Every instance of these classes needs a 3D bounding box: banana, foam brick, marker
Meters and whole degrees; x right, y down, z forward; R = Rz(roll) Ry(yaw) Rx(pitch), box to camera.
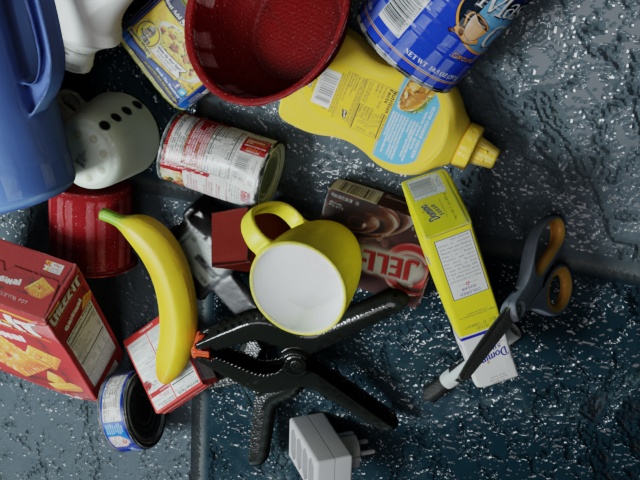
[{"bbox_3d":[-0.152,0.053,1.034,0.070,0.037,0.198,-1,115,29],"label":"banana"},{"bbox_3d":[-0.057,0.001,0.994,0.053,0.078,0.051,-8,78,41],"label":"foam brick"},{"bbox_3d":[0.141,0.118,1.019,0.020,0.020,0.121,45,119,-3],"label":"marker"}]

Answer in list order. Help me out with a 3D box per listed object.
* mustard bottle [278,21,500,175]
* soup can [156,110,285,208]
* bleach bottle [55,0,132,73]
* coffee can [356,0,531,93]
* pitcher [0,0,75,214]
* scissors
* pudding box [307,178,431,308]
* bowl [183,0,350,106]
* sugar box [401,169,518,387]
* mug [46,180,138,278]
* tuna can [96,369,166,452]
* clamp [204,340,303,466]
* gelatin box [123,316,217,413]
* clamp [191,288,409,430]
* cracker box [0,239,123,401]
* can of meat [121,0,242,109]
[{"bbox_3d":[0.065,-0.111,0.926,0.192,0.058,0.096,26,112,8],"label":"mustard bottle"},{"bbox_3d":[-0.092,-0.074,0.992,0.102,0.068,0.068,18,117,11],"label":"soup can"},{"bbox_3d":[-0.167,-0.250,0.876,0.102,0.068,0.251,28,121,9],"label":"bleach bottle"},{"bbox_3d":[0.111,-0.202,0.845,0.103,0.102,0.140,41,119,-1],"label":"coffee can"},{"bbox_3d":[-0.287,-0.149,0.916,0.145,0.149,0.243,-17,106,-11],"label":"pitcher"},{"bbox_3d":[0.172,0.065,0.901,0.016,0.201,0.096,2,138,39],"label":"scissors"},{"bbox_3d":[0.053,0.002,0.989,0.113,0.039,0.090,21,119,11],"label":"pudding box"},{"bbox_3d":[-0.034,-0.184,0.885,0.162,0.055,0.162,-5,79,30],"label":"bowl"},{"bbox_3d":[0.120,0.034,0.919,0.048,0.093,0.176,-18,124,3],"label":"sugar box"},{"bbox_3d":[-0.234,-0.021,1.062,0.117,0.093,0.081,24,118,44],"label":"mug"},{"bbox_3d":[-0.198,0.180,1.129,0.034,0.086,0.086,-10,109,21],"label":"tuna can"},{"bbox_3d":[-0.071,0.138,1.094,0.120,0.039,0.172,34,113,8],"label":"clamp"},{"bbox_3d":[-0.155,0.125,1.107,0.073,0.030,0.089,-35,75,28],"label":"gelatin box"},{"bbox_3d":[-0.016,0.100,1.013,0.210,0.036,0.165,11,123,1],"label":"clamp"},{"bbox_3d":[-0.304,0.075,1.071,0.164,0.072,0.214,17,154,12],"label":"cracker box"},{"bbox_3d":[-0.121,-0.180,0.964,0.084,0.057,0.102,-33,99,30],"label":"can of meat"}]
